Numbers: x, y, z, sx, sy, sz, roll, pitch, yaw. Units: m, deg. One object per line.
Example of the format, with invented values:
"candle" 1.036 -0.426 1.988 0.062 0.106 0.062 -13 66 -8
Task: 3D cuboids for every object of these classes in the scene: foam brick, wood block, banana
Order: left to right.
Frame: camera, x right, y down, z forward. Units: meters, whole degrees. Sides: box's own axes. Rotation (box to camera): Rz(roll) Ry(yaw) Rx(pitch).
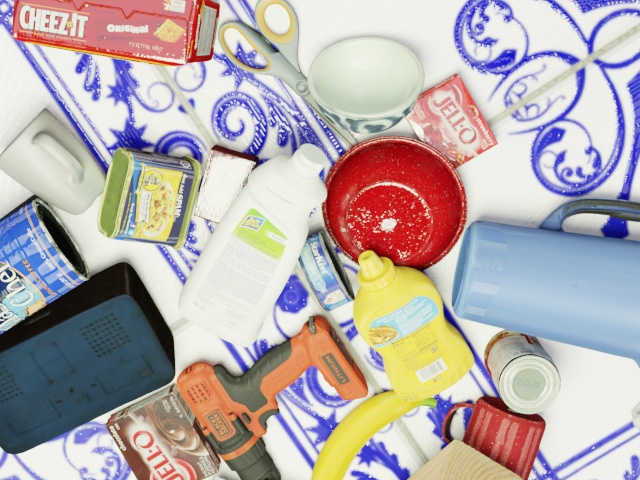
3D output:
"foam brick" -0.102 -0.059 1.161 0.051 0.053 0.078 15 99 -2
"banana" 0.043 0.235 1.223 0.069 0.037 0.198 44 98 -7
"wood block" 0.120 0.313 1.158 0.091 0.090 0.206 31 136 -5

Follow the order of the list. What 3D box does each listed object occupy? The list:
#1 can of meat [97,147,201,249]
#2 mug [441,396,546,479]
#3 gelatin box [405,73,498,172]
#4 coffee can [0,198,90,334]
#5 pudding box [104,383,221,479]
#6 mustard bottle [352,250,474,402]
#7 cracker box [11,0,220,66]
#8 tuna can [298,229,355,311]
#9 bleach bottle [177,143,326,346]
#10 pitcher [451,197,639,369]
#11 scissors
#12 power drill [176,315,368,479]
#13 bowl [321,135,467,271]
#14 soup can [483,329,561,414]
"can of meat" -0.184 -0.046 1.144 0.083 0.058 0.102 7 103 -35
"mug" 0.192 0.222 1.199 0.117 0.093 0.081 21 97 30
"gelatin box" 0.139 -0.125 1.156 0.073 0.030 0.089 -30 99 6
"coffee can" -0.330 0.035 1.125 0.140 0.103 0.103 -32 99 -1
"pudding box" -0.179 0.233 1.224 0.090 0.039 0.113 -27 99 6
"mustard bottle" 0.089 0.085 1.149 0.096 0.058 0.191 -28 122 5
"cracker box" -0.193 -0.215 1.050 0.164 0.213 0.072 8 101 -1
"tuna can" 0.004 0.034 1.160 0.034 0.086 0.086 -26 99 7
"bleach bottle" -0.057 0.001 1.108 0.102 0.068 0.251 27 128 -11
"pitcher" 0.271 0.041 1.145 0.243 0.149 0.145 11 126 2
"scissors" -0.016 -0.187 1.154 0.201 0.016 0.096 32 99 -5
"power drill" -0.043 0.185 1.204 0.188 0.057 0.184 -31 107 5
"bowl" 0.076 -0.028 1.147 0.162 0.055 0.162 3 111 9
"soup can" 0.220 0.142 1.170 0.068 0.102 0.068 0 101 0
